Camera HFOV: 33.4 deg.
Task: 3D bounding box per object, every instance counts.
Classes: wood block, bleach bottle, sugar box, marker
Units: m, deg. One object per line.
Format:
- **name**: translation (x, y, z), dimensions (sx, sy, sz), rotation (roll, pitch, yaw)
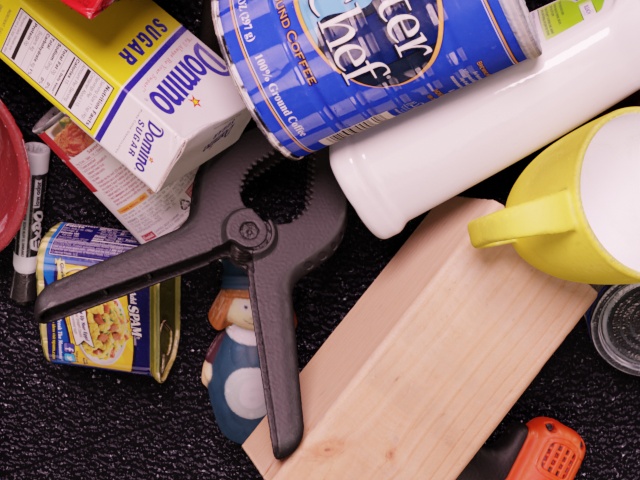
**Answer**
- **wood block**: translation (0.058, 0.080, 0.648), dimensions (0.090, 0.091, 0.206), rotation (40, 84, -15)
- **bleach bottle**: translation (0.128, -0.094, 0.591), dimensions (0.251, 0.102, 0.068), rotation (-26, 117, 19)
- **sugar box**: translation (-0.124, -0.110, 0.587), dimensions (0.176, 0.093, 0.048), rotation (38, 123, 5)
- **marker**: translation (-0.197, -0.009, 0.720), dimensions (0.020, 0.020, 0.121), rotation (13, 119, -1)

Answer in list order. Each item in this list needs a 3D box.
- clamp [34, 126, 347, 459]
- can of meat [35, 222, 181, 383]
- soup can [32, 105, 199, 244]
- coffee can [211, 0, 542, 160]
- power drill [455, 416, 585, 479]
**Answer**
- **clamp**: translation (-0.054, 0.001, 0.620), dimensions (0.164, 0.210, 0.036), rotation (24, 156, -2)
- **can of meat**: translation (-0.141, 0.040, 0.719), dimensions (0.084, 0.057, 0.102), rotation (7, 118, 5)
- **soup can**: translation (-0.117, -0.053, 0.660), dimensions (0.069, 0.068, 0.102), rotation (-33, 111, 21)
- **coffee can**: translation (0.030, -0.115, 0.551), dimensions (0.140, 0.102, 0.103), rotation (-22, 114, 17)
- **power drill**: translation (0.069, 0.176, 0.731), dimensions (0.187, 0.057, 0.184), rotation (30, 81, -9)
